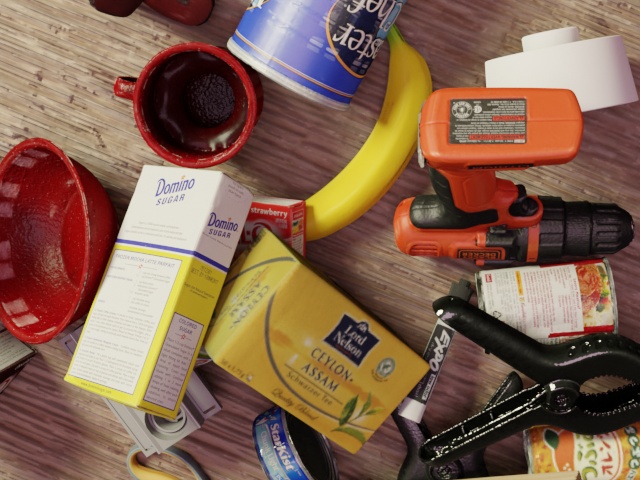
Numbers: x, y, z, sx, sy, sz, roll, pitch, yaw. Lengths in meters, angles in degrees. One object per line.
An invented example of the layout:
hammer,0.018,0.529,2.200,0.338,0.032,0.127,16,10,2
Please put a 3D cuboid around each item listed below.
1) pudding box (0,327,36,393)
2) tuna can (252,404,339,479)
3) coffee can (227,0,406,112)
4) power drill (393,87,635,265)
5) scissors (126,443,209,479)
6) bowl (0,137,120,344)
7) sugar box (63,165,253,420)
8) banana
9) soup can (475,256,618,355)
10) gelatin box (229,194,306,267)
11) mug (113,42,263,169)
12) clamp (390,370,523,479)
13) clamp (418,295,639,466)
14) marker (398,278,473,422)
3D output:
pudding box,-0.295,0.125,0.881,0.039,0.113,0.090,44,103,-1
tuna can,-0.020,0.175,0.877,0.034,0.086,0.086,-29,98,13
coffee can,0.009,-0.180,0.783,0.103,0.102,0.140,30,104,-1
power drill,0.142,-0.037,0.767,0.184,0.187,0.057,-1,63,7
scissors,-0.088,0.248,0.937,0.201,0.016,0.096,32,106,-2
bowl,-0.207,0.000,0.850,0.162,0.055,0.162,0,89,45
sugar box,-0.117,0.034,0.781,0.094,0.048,0.176,9,72,42
banana,0.037,-0.071,0.842,0.070,0.037,0.198,33,103,22
soup can,0.176,0.052,0.836,0.102,0.068,0.068,-7,102,8
gelatin box,-0.056,0.001,0.854,0.089,0.030,0.073,9,106,28
mug,-0.100,-0.109,0.822,0.117,0.081,0.093,9,104,4
clamp,0.094,0.179,0.890,0.120,0.039,0.171,13,100,14
clamp,0.175,0.103,0.809,0.210,0.036,0.164,-5,126,3
marker,0.094,0.087,0.859,0.020,0.020,0.121,23,84,0
